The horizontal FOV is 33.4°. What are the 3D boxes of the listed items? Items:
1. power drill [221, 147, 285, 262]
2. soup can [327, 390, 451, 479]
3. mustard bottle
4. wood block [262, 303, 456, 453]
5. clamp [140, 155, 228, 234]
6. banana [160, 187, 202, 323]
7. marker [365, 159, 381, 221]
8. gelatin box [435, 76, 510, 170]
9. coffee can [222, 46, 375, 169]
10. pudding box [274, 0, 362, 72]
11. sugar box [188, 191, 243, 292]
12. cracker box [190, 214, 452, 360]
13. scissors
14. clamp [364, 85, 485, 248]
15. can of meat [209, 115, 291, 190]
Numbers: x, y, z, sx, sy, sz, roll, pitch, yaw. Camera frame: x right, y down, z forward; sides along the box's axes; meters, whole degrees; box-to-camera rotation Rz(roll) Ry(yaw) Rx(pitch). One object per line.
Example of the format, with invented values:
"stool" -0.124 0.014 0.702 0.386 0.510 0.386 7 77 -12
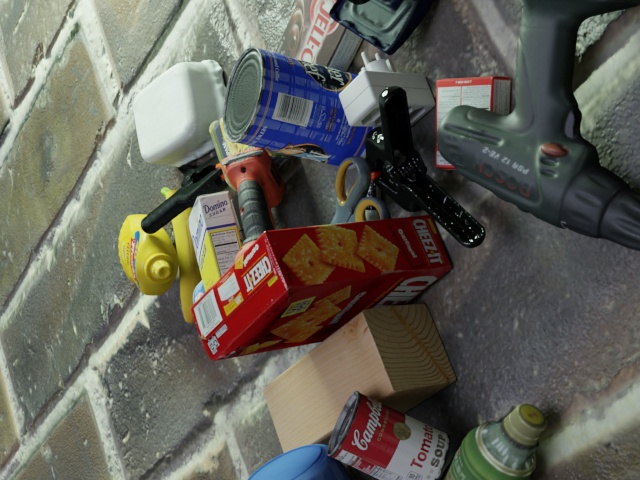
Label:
"power drill" -0.058 0.002 1.233 0.184 0.057 0.188 63 -168 -58
"soup can" 0.066 0.197 1.029 0.068 0.102 0.068 -64 4 7
"mustard bottle" -0.234 0.025 1.465 0.192 0.058 0.096 -153 64 -67
"wood block" 0.036 0.154 1.140 0.206 0.090 0.091 -42 60 45
"clamp" -0.161 -0.076 1.392 0.172 0.039 0.120 -22 38 41
"banana" -0.182 0.011 1.462 0.070 0.037 0.198 138 124 -68
"marker" 0.057 -0.052 1.155 0.020 0.020 0.121 3 95 52
"gelatin box" 0.146 -0.112 1.027 0.073 0.030 0.089 7 98 51
"coffee can" -0.020 -0.139 1.133 0.103 0.140 0.103 -35 50 56
"pudding box" 0.001 -0.227 1.200 0.090 0.039 0.114 53 131 36
"sugar box" -0.113 0.040 1.259 0.093 0.048 0.176 126 128 -66
"cracker box" 0.002 0.049 1.076 0.164 0.213 0.072 -44 60 45
"scissors" 0.032 -0.006 1.164 0.096 0.016 0.202 52 148 30
"clamp" 0.089 -0.061 1.041 0.164 0.036 0.210 59 172 -2
"can of meat" -0.082 -0.124 1.302 0.084 0.057 0.102 -40 62 44
